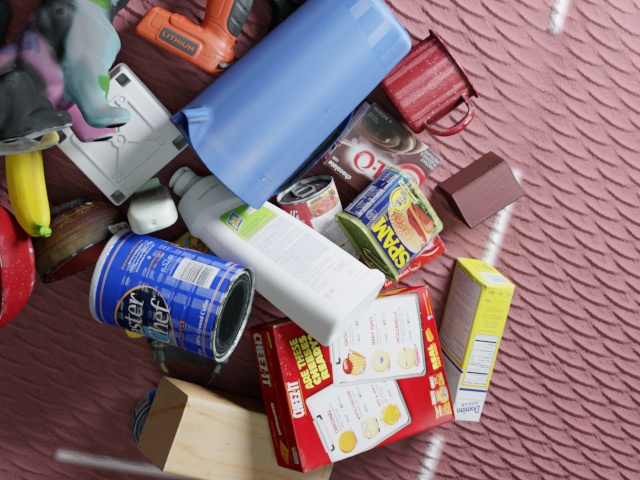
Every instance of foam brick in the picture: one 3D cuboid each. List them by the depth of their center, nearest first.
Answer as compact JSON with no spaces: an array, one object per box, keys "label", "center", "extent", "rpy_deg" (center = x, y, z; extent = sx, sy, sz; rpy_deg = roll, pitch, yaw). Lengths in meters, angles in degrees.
[{"label":"foam brick","center":[0.187,-0.059,1.245],"extent":[0.078,0.053,0.051],"rpy_deg":[-32,111,0]}]

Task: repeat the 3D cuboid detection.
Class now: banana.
[{"label":"banana","center":[-0.301,-0.083,1.110],"extent":[0.037,0.070,0.198],"rpy_deg":[6,64,-43]}]

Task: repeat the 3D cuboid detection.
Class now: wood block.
[{"label":"wood block","center":[-0.091,0.231,1.233],"extent":[0.205,0.091,0.090],"rpy_deg":[20,89,-29]}]

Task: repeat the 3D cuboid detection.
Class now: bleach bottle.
[{"label":"bleach bottle","center":[-0.058,0.001,1.158],"extent":[0.251,0.102,0.068],"rpy_deg":[39,138,13]}]

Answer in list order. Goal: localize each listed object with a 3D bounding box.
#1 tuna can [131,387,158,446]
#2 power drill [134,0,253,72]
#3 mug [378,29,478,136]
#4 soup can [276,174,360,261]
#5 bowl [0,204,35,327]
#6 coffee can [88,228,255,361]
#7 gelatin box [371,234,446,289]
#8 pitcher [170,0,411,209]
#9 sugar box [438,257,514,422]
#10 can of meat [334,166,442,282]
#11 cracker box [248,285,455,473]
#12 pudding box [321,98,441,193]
[{"label":"tuna can","center":[-0.181,0.218,1.269],"extent":[0.086,0.034,0.086],"rpy_deg":[-3,108,-11]},{"label":"power drill","center":[-0.118,-0.281,1.092],"extent":[0.184,0.057,0.188],"rpy_deg":[30,108,2]},{"label":"mug","center":[0.121,-0.162,1.171],"extent":[0.081,0.093,0.117],"rpy_deg":[-36,67,6]},{"label":"soup can","center":[-0.001,-0.015,1.213],"extent":[0.068,0.068,0.102],"rpy_deg":[-23,111,-4]},{"label":"bowl","center":[-0.345,0.023,1.126],"extent":[0.055,0.162,0.162],"rpy_deg":[-9,112,-39]},{"label":"coffee can","center":[-0.152,0.055,1.100],"extent":[0.140,0.102,0.103],"rpy_deg":[17,105,13]},{"label":"gelatin box","center":[0.093,0.004,1.258],"extent":[0.089,0.030,0.073],"rpy_deg":[-32,111,0]},{"label":"pitcher","center":[-0.022,-0.154,1.110],"extent":[0.243,0.149,0.145],"rpy_deg":[-42,98,6]},{"label":"sugar box","center":[0.177,0.119,1.280],"extent":[0.048,0.093,0.176],"rpy_deg":[5,107,-15]},{"label":"can of meat","center":[0.078,-0.019,1.184],"extent":[0.084,0.058,0.102],"rpy_deg":[-45,124,-14]},{"label":"cracker box","center":[0.038,0.152,1.215],"extent":[0.213,0.072,0.164],"rpy_deg":[-12,91,-30]},{"label":"pudding box","center":[0.068,-0.094,1.216],"extent":[0.113,0.039,0.090],"rpy_deg":[37,97,-20]}]
